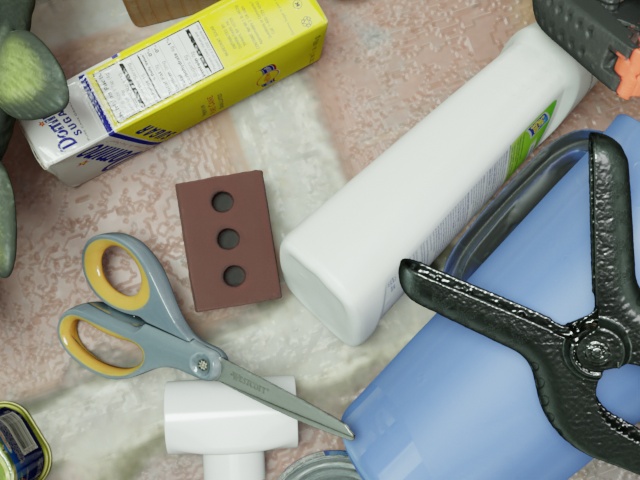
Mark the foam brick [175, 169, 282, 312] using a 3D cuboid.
[{"bbox_3d":[-0.054,0.001,0.637,0.053,0.051,0.078,-10,87,-3],"label":"foam brick"}]

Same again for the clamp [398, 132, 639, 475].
[{"bbox_3d":[0.133,0.037,0.502,0.171,0.039,0.120,45,112,-3],"label":"clamp"}]

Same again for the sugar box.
[{"bbox_3d":[-0.083,-0.092,0.622,0.176,0.093,0.048,-31,88,-3],"label":"sugar box"}]

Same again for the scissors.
[{"bbox_3d":[-0.069,0.048,0.597,0.202,0.016,0.096,6,101,29],"label":"scissors"}]

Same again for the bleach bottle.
[{"bbox_3d":[0.086,-0.051,0.634,0.250,0.102,0.068,-43,76,-13],"label":"bleach bottle"}]

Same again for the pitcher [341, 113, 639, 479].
[{"bbox_3d":[0.125,0.052,0.597,0.243,0.149,0.145,-45,87,9],"label":"pitcher"}]

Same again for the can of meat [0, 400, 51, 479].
[{"bbox_3d":[-0.212,0.138,0.604,0.102,0.084,0.057,-31,88,-5],"label":"can of meat"}]

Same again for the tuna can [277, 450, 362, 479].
[{"bbox_3d":[0.008,0.169,0.638,0.086,0.034,0.086,0,86,-3],"label":"tuna can"}]
